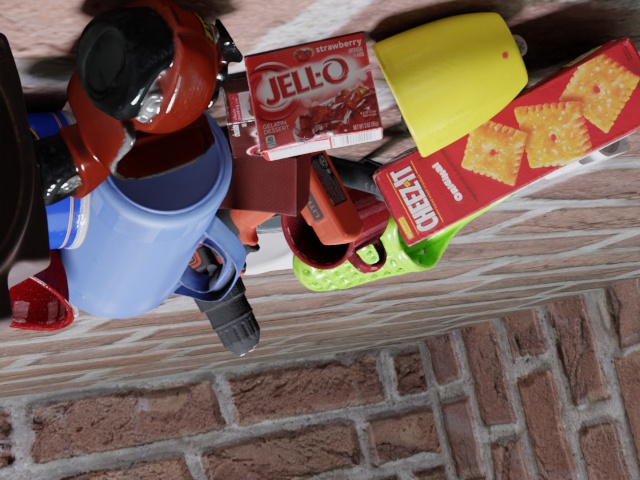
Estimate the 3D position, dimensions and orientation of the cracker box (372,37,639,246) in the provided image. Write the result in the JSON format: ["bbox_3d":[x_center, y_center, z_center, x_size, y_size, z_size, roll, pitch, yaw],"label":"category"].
[{"bbox_3d":[0.157,-0.081,0.861,0.214,0.072,0.164,-27,-179,13],"label":"cracker box"}]

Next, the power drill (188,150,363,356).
[{"bbox_3d":[-0.057,0.001,1.008,0.188,0.184,0.057,-26,-176,26],"label":"power drill"}]

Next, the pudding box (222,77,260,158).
[{"bbox_3d":[-0.030,-0.100,0.840,0.090,0.039,0.113,-11,170,-3],"label":"pudding box"}]

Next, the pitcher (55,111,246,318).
[{"bbox_3d":[-0.142,-0.022,0.881,0.149,0.145,0.243,-14,169,-23],"label":"pitcher"}]

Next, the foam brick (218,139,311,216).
[{"bbox_3d":[-0.050,-0.055,0.924,0.078,0.053,0.051,7,-162,13],"label":"foam brick"}]

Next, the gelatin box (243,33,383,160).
[{"bbox_3d":[-0.005,-0.102,0.763,0.089,0.073,0.030,-11,169,1],"label":"gelatin box"}]

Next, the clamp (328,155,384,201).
[{"bbox_3d":[0.071,-0.056,1.030,0.172,0.039,0.120,21,-163,28],"label":"clamp"}]

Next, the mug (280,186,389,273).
[{"bbox_3d":[0.027,-0.016,1.116,0.081,0.117,0.093,-24,159,-50],"label":"mug"}]

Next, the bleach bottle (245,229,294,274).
[{"bbox_3d":[-0.006,0.004,1.355,0.103,0.068,0.250,-16,171,28],"label":"bleach bottle"}]
